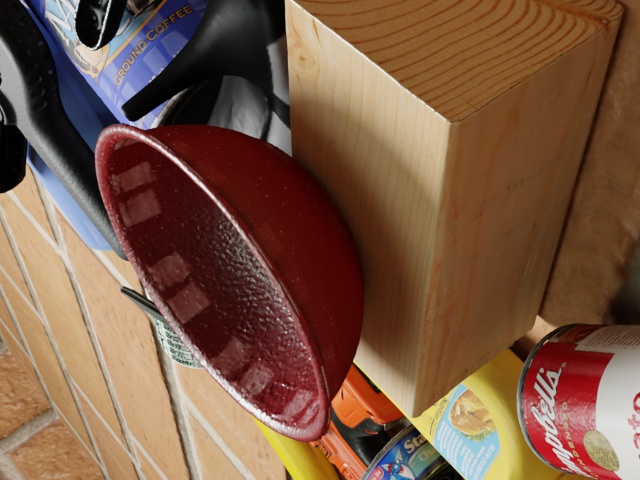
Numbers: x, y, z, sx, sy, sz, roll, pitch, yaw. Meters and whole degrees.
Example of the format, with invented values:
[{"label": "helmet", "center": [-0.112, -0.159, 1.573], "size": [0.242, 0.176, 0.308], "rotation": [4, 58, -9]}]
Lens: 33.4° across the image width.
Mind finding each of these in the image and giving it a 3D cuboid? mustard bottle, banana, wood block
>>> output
[{"label": "mustard bottle", "center": [0.084, 0.089, 0.587], "size": [0.192, 0.058, 0.096], "rotation": [46, 151, 24]}, {"label": "banana", "center": [-0.032, 0.181, 0.986], "size": [0.198, 0.037, 0.070], "rotation": [57, 157, -2]}, {"label": "wood block", "center": [0.049, -0.025, 0.464], "size": [0.091, 0.090, 0.206], "rotation": [44, 155, 28]}]

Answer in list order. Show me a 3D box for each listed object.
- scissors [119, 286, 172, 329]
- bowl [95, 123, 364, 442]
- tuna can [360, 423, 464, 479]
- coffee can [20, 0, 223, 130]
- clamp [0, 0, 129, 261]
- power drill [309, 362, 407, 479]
[{"label": "scissors", "center": [-0.071, 0.086, 0.850], "size": [0.096, 0.016, 0.201], "rotation": [0, 150, 24]}, {"label": "bowl", "center": [-0.031, 0.008, 0.471], "size": [0.162, 0.055, 0.162], "rotation": [42, 153, 26]}, {"label": "tuna can", "center": [0.063, 0.156, 0.688], "size": [0.034, 0.086, 0.086], "rotation": [41, 154, 31]}, {"label": "coffee can", "center": [-0.096, -0.124, 0.608], "size": [0.140, 0.102, 0.103], "rotation": [50, 157, 15]}, {"label": "clamp", "center": [-0.192, -0.089, 0.661], "size": [0.165, 0.036, 0.210], "rotation": [16, 137, 43]}, {"label": "power drill", "center": [0.008, 0.088, 0.753], "size": [0.184, 0.057, 0.188], "rotation": [48, 159, 15]}]
